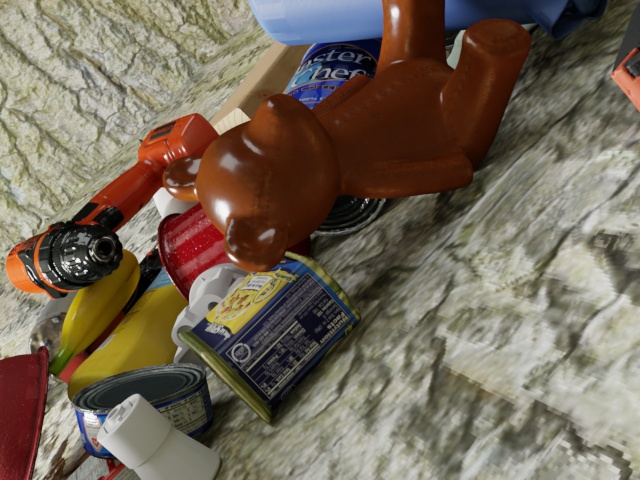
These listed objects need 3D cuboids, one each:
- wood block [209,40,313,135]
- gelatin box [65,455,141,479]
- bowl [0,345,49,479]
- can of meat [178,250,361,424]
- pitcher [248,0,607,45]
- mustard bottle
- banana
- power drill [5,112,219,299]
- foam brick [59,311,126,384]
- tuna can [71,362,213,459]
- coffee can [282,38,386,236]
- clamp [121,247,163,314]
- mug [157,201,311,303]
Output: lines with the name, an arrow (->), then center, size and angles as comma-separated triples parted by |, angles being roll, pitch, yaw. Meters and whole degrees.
wood block -> -0.031, -0.148, 1.105 | 0.091, 0.090, 0.205 | -28, 23, 47
gelatin box -> -0.143, 0.165, 0.689 | 0.089, 0.030, 0.073 | -44, 14, -8
bowl -> -0.252, 0.155, 0.811 | 0.162, 0.055, 0.162 | -167, 90, -70
can of meat -> -0.030, 0.053, 0.640 | 0.084, 0.057, 0.102 | -45, 16, -10
pitcher -> 0.072, -0.214, 0.741 | 0.243, 0.145, 0.149 | -3, 29, 28
mustard bottle -> -0.122, 0.058, 0.860 | 0.096, 0.058, 0.191 | -34, 18, 52
banana -> -0.184, 0.041, 0.900 | 0.070, 0.037, 0.197 | -37, 13, 17
power drill -> -0.161, -0.028, 0.869 | 0.187, 0.057, 0.185 | -44, 19, -29
foam brick -> -0.188, 0.102, 0.929 | 0.078, 0.051, 0.053 | -26, 25, 50
tuna can -> -0.111, 0.107, 0.676 | 0.086, 0.034, 0.086 | -10, 10, 2
coffee can -> 0.015, -0.083, 0.791 | 0.103, 0.102, 0.140 | -34, 18, 33
clamp -> -0.159, 0.035, 1.056 | 0.120, 0.039, 0.171 | -31, 18, 11
mug -> -0.055, 0.001, 0.809 | 0.082, 0.093, 0.117 | -32, -18, 24
